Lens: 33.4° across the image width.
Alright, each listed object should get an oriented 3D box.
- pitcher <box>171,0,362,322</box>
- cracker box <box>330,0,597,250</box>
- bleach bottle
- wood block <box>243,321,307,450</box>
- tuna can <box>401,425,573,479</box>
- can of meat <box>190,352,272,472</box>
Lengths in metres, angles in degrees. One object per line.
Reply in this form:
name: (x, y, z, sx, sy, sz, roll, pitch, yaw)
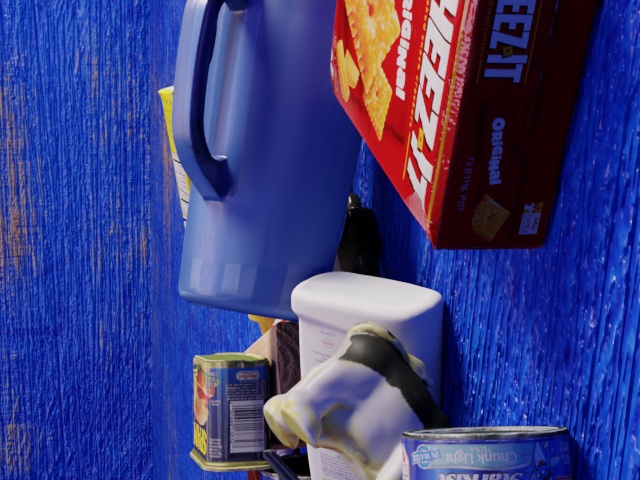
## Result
pitcher: (-0.039, -0.067, 0.779, 0.145, 0.149, 0.243, 159, 121, -82)
cracker box: (0.067, -0.117, 0.598, 0.214, 0.072, 0.164, -115, 26, -56)
bleach bottle: (0.031, 0.154, 0.742, 0.068, 0.103, 0.251, -24, -61, -55)
wood block: (-0.011, 0.128, 0.912, 0.206, 0.090, 0.090, 133, 133, -71)
tuna can: (0.083, 0.112, 0.537, 0.086, 0.086, 0.034, 149, 120, -74)
can of meat: (-0.071, 0.134, 0.849, 0.102, 0.057, 0.084, 170, 100, -75)
